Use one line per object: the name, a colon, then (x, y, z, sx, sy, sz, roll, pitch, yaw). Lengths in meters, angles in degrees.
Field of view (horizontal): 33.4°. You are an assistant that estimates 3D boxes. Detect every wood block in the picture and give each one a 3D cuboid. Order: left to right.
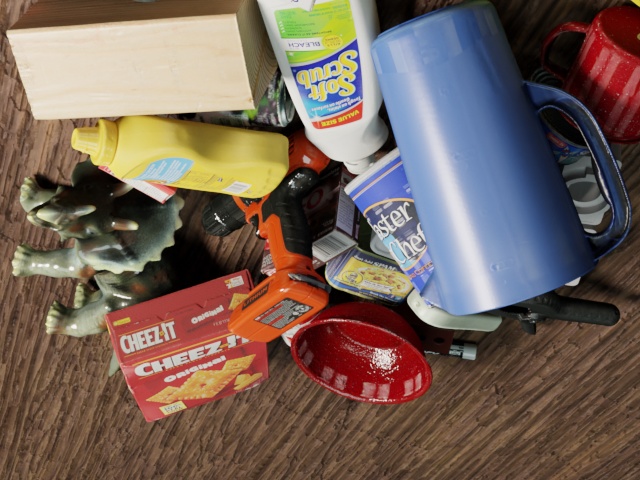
wood block: (-0.152, -0.168, 0.936, 0.206, 0.090, 0.090, -1, 124, 14)

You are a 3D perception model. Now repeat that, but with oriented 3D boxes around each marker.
marker: (0.128, 0.128, 1.294, 0.121, 0.020, 0.020, 7, 141, 5)

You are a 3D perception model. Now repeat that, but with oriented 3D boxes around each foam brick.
foam brick: (0.116, 0.092, 1.228, 0.078, 0.051, 0.053, 8, 141, 3)

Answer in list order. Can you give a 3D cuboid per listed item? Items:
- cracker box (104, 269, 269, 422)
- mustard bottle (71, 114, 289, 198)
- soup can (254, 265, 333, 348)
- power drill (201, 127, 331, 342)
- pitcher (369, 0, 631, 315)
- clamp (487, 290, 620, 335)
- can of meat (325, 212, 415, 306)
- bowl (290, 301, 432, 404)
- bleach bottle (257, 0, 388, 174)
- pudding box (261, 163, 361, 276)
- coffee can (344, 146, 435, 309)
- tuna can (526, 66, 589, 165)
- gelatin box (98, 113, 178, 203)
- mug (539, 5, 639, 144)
cracker box: (-0.145, 0.127, 1.230, 0.164, 0.072, 0.214, -18, 157, -9)
mustard bottle: (-0.132, -0.080, 0.976, 0.191, 0.058, 0.096, 6, 166, -29)
soup can: (-0.027, 0.072, 1.225, 0.069, 0.068, 0.102, -6, 138, 19)
power drill: (-0.057, 0.001, 1.057, 0.057, 0.187, 0.185, 19, 141, -35)
pitcher: (0.139, -0.072, 0.880, 0.145, 0.149, 0.243, -11, 99, 63)
clamp: (0.239, 0.070, 1.140, 0.120, 0.039, 0.171, -15, 157, 34)
can of meat: (0.065, 0.021, 1.152, 0.102, 0.057, 0.084, 20, 141, -11)
bowl: (0.051, 0.116, 1.189, 0.162, 0.055, 0.162, 13, 143, 9)
bleach bottle: (0.018, -0.153, 0.952, 0.103, 0.068, 0.251, -5, 141, 14)
pudding box: (-0.008, -0.016, 1.098, 0.114, 0.090, 0.039, -28, 131, 36)
coffee can: (0.104, -0.021, 1.008, 0.103, 0.102, 0.140, -37, 87, 42)
tuna can: (0.208, -0.109, 0.939, 0.086, 0.086, 0.034, 26, 140, -18)
gelatin box: (-0.167, -0.092, 1.044, 0.073, 0.089, 0.030, 30, 143, -21)
mug: (0.242, -0.146, 0.892, 0.117, 0.093, 0.082, 26, 137, 9)
